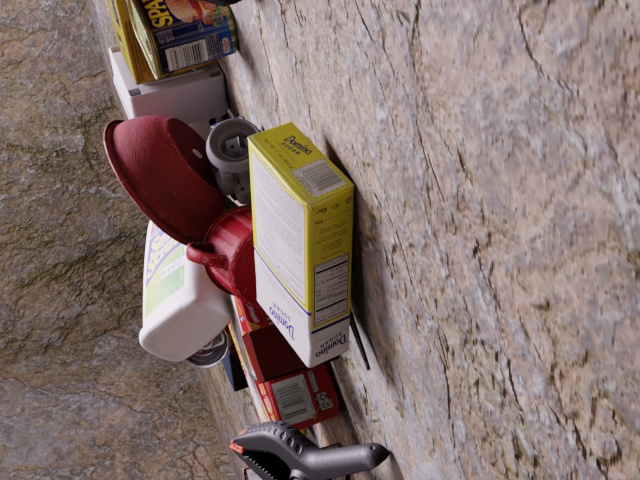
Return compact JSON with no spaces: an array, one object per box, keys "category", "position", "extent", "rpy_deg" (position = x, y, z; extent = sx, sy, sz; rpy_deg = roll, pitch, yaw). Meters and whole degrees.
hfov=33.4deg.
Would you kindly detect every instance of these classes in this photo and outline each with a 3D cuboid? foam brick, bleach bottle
[{"category":"foam brick","position":[-0.030,0.103,1.033],"extent":[0.053,0.078,0.051],"rpy_deg":[134,119,-77]},{"category":"bleach bottle","position":[-0.163,0.010,1.221],"extent":[0.068,0.103,0.251],"rpy_deg":[33,-150,-37]}]

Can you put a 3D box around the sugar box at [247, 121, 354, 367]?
[{"category":"sugar box","position":[-0.015,0.006,0.831],"extent":[0.093,0.048,0.176],"rpy_deg":[49,153,39]}]

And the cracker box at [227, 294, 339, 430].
[{"category":"cracker box","position":[-0.046,0.130,1.171],"extent":[0.214,0.072,0.164],"rpy_deg":[120,132,-76]}]

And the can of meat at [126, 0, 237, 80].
[{"category":"can of meat","position":[-0.134,-0.210,1.029],"extent":[0.057,0.084,0.102],"rpy_deg":[84,164,-46]}]

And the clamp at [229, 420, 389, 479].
[{"category":"clamp","position":[-0.002,0.234,1.018],"extent":[0.210,0.036,0.164],"rpy_deg":[12,127,43]}]

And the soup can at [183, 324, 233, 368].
[{"category":"soup can","position":[-0.137,0.109,1.325],"extent":[0.102,0.068,0.068],"rpy_deg":[-65,-40,-74]}]

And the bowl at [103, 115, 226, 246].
[{"category":"bowl","position":[-0.145,-0.072,1.087],"extent":[0.162,0.055,0.162],"rpy_deg":[48,-163,-21]}]

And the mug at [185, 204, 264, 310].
[{"category":"mug","position":[-0.068,0.017,1.006],"extent":[0.082,0.117,0.093],"rpy_deg":[-150,70,-67]}]
